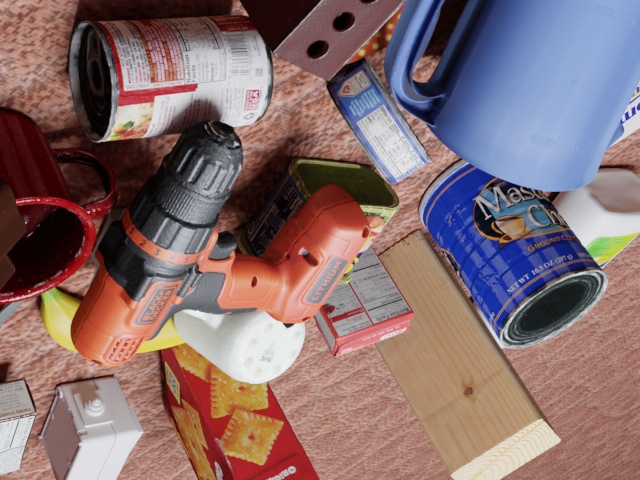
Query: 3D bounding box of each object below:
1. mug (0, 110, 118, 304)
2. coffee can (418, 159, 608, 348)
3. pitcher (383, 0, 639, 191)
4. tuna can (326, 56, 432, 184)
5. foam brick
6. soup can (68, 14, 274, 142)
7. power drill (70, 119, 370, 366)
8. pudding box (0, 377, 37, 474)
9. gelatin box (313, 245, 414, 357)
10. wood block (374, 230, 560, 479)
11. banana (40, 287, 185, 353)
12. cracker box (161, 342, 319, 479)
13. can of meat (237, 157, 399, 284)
[{"bbox_3d":[-0.179,-0.025,0.634,0.117,0.081,0.093,-19,147,-18],"label":"mug"},{"bbox_3d":[0.161,0.006,0.907,0.102,0.140,0.103,-21,148,-14],"label":"coffee can"},{"bbox_3d":[0.153,-0.162,0.668,0.149,0.145,0.243,-35,152,-49],"label":"pitcher"},{"bbox_3d":[0.040,-0.081,0.734,0.034,0.086,0.086,-33,149,8],"label":"tuna can"},{"bbox_3d":[0.003,-0.140,0.608,0.078,0.051,0.052,-44,146,23],"label":"foam brick"},{"bbox_3d":[-0.087,-0.096,0.623,0.102,0.068,0.069,-10,144,-30],"label":"soup can"},{"bbox_3d":[-0.055,0.001,0.692,0.187,0.057,0.185,-1,136,-47],"label":"power drill"},{"bbox_3d":[-0.281,0.153,0.818,0.113,0.039,0.090,-11,145,-34],"label":"pudding box"},{"bbox_3d":[0.026,0.048,0.905,0.073,0.089,0.030,-18,147,-20],"label":"gelatin box"},{"bbox_3d":[0.112,0.106,0.947,0.091,0.206,0.090,-34,149,7],"label":"wood block"},{"bbox_3d":[-0.139,0.060,0.835,0.197,0.037,0.070,4,136,-43],"label":"banana"},{"bbox_3d":[-0.067,0.189,0.910,0.072,0.214,0.164,-19,147,-18],"label":"cracker box"},{"bbox_3d":[0.000,-0.014,0.827,0.101,0.057,0.084,2,134,-41],"label":"can of meat"}]
